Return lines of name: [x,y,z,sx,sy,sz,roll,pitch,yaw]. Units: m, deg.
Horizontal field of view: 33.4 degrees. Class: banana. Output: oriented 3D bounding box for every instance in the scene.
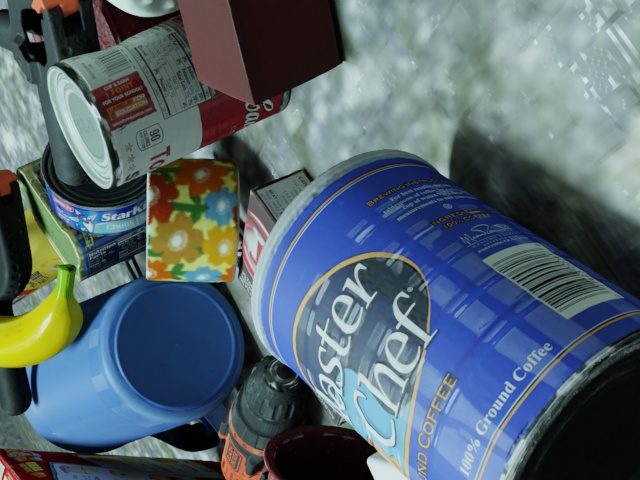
banana: [-0.237,0.060,0.783,0.198,0.037,0.069,-9,90,33]

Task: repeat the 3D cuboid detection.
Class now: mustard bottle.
mustard bottle: [-0.292,0.031,0.959,0.058,0.191,0.096,59,-178,14]

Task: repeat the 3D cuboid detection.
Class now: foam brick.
foam brick: [-0.030,-0.108,0.472,0.053,0.051,0.078,33,143,47]

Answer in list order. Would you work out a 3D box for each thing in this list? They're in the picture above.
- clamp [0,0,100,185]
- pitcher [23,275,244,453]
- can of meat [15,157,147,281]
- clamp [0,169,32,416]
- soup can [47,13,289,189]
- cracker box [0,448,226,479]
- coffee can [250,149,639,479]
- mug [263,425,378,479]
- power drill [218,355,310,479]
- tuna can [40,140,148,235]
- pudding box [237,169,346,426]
clamp: [-0.159,-0.112,0.607,0.120,0.039,0.172,53,153,9]
pitcher: [-0.143,0.104,0.846,0.243,0.149,0.145,-25,73,61]
can of meat: [-0.164,-0.029,0.789,0.102,0.083,0.057,50,154,25]
clamp: [-0.275,0.021,0.837,0.165,0.036,0.210,37,131,22]
soup can: [-0.076,-0.076,0.536,0.069,0.102,0.068,45,151,33]
cracker box: [-0.156,0.229,0.889,0.164,0.213,0.072,5,86,63]
coffee can: [0.054,0.040,0.397,0.140,0.102,0.103,38,147,42]
mug: [0.003,0.166,0.594,0.093,0.117,0.081,15,107,11]
power drill: [0.000,0.179,0.718,0.188,0.057,0.185,55,156,20]
tuna can: [-0.146,-0.045,0.732,0.086,0.086,0.034,49,155,28]
pudding box: [-0.001,0.031,0.577,0.113,0.039,0.090,52,155,22]
